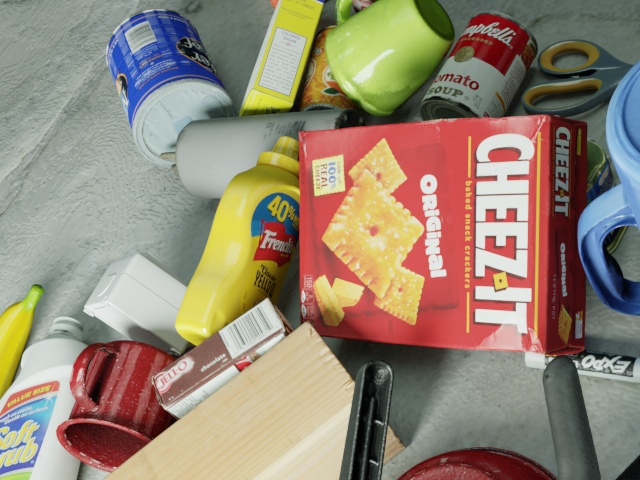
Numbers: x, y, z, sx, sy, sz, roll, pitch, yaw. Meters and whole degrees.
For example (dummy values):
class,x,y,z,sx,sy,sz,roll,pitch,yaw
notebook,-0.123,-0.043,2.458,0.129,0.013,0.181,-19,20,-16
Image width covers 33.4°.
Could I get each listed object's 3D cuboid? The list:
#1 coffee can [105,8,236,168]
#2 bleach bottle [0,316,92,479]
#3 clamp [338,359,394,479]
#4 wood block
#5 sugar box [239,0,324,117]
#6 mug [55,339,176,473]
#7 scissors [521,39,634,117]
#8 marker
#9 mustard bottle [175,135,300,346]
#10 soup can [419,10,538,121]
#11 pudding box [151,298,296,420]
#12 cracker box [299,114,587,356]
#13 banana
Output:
class,x,y,z,sx,sy,sz,roll,pitch,yaw
coffee can,-0.153,-0.155,1.079,0.103,0.102,0.140,-31,47,4
bleach bottle,-0.251,0.178,0.907,0.103,0.068,0.250,-10,49,21
clamp,0.027,0.201,0.675,0.210,0.036,0.165,-68,25,14
wood block,-0.054,0.168,0.786,0.206,0.090,0.091,-37,48,-2
sugar box,-0.030,-0.195,1.033,0.048,0.093,0.176,21,70,-8
mug,-0.162,0.128,0.862,0.093,0.117,0.081,-8,47,28
scissors,0.269,-0.150,0.904,0.202,0.016,0.096,-13,48,16
marker,0.205,0.089,0.753,0.121,0.020,0.020,6,59,32
mustard bottle,-0.055,0.001,0.889,0.058,0.096,0.191,8,71,31
soup can,0.138,-0.140,0.933,0.069,0.068,0.102,16,66,36
pudding box,-0.061,0.108,0.835,0.113,0.090,0.039,-33,49,3
cracker box,0.083,-0.004,0.788,0.214,0.071,0.164,1,90,38
banana,-0.301,0.134,0.970,0.070,0.037,0.197,134,152,-60
